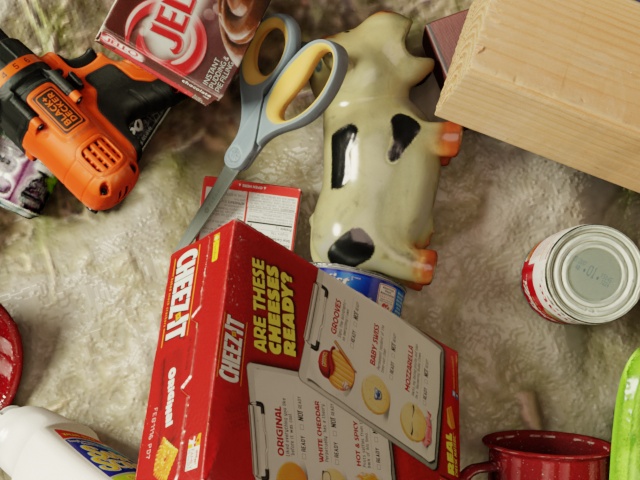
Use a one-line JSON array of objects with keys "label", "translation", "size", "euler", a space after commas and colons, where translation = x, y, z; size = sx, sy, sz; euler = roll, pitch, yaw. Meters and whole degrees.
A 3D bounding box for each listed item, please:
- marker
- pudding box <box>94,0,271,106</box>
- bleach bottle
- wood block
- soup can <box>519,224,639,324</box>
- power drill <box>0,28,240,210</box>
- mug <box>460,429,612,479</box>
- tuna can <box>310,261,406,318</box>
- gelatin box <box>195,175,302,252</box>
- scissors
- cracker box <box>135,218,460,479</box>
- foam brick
[{"label": "marker", "translation": [-0.141, -0.073, 0.806], "size": [0.020, 0.020, 0.121], "euler": [32, 88, 4]}, {"label": "pudding box", "translation": [-0.086, -0.160, 0.717], "size": [0.090, 0.039, 0.113], "euler": [29, 74, -18]}, {"label": "bleach bottle", "translation": [-0.155, 0.163, 0.698], "size": [0.251, 0.102, 0.068], "euler": [20, 85, 46]}, {"label": "wood block", "translation": [0.193, -0.100, 0.709], "size": [0.206, 0.090, 0.091], "euler": [21, 75, -3]}, {"label": "soup can", "translation": [0.181, 0.025, 0.745], "size": [0.068, 0.102, 0.068], "euler": [0, 86, 2]}, {"label": "power drill", "translation": [-0.154, -0.133, 0.754], "size": [0.184, 0.057, 0.187], "euler": [46, 61, 4]}, {"label": "mug", "translation": [0.147, 0.180, 0.739], "size": [0.117, 0.093, 0.081], "euler": [2, 91, -19]}, {"label": "tuna can", "translation": [0.016, 0.044, 0.756], "size": [0.086, 0.086, 0.033], "euler": [11, 75, 3]}, {"label": "gelatin box", "translation": [-0.055, 0.001, 0.792], "size": [0.073, 0.030, 0.089], "euler": [7, 86, 1]}, {"label": "scissors", "translation": [-0.060, -0.079, 0.759], "size": [0.202, 0.016, 0.096], "euler": [-41, 61, 25]}, {"label": "cracker box", "translation": [-0.003, 0.109, 0.654], "size": [0.072, 0.213, 0.164], "euler": [-27, 46, 37]}, {"label": "foam brick", "translation": [0.113, -0.126, 0.784], "size": [0.051, 0.053, 0.078], "euler": [-22, 86, 0]}]
